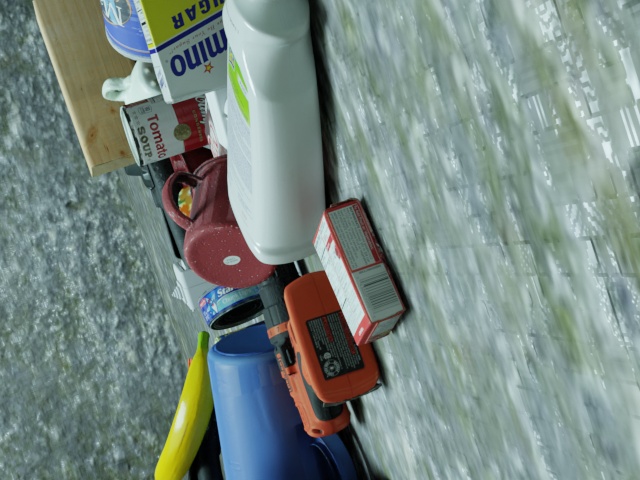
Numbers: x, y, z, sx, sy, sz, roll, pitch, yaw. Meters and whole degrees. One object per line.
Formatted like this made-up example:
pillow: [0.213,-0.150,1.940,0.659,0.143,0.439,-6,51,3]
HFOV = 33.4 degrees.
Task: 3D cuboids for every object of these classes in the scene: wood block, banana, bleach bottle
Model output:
wood block: [-0.265,-0.192,1.277,0.091,0.090,0.206,161,89,-77]
banana: [-0.142,0.198,1.142,0.069,0.037,0.198,-94,22,-69]
bleach bottle: [-0.033,-0.096,0.764,0.251,0.068,0.103,92,156,-53]

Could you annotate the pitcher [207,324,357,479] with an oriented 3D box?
pitcher: [-0.034,0.214,1.088,0.145,0.149,0.243,-75,-25,-76]

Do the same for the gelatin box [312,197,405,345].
gelatin box: [0.027,0.023,0.759,0.073,0.030,0.089,107,143,-71]

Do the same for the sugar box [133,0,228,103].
sugar box: [-0.101,-0.202,0.821,0.048,0.093,0.176,-161,52,-75]

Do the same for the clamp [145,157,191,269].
clamp: [-0.172,-0.047,1.218,0.120,0.039,0.171,164,89,-73]

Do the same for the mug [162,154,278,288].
mug: [-0.082,-0.019,0.910,0.093,0.117,0.081,-42,30,38]

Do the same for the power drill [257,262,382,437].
power drill: [-0.009,0.079,0.935,0.188,0.057,0.184,122,127,-76]

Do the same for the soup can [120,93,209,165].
soup can: [-0.155,-0.125,1.137,0.068,0.102,0.068,161,90,-77]

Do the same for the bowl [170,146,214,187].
bowl: [-0.124,-0.046,1.227,0.162,0.055,0.162,161,90,-77]

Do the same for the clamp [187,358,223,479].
clamp: [-0.134,0.240,1.205,0.165,0.036,0.210,124,144,-59]

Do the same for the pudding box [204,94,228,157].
pudding box: [-0.081,-0.088,1.026,0.113,0.039,0.090,117,132,-73]

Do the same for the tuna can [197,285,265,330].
tuna can: [-0.091,0.067,1.190,0.086,0.086,0.034,105,142,-69]
